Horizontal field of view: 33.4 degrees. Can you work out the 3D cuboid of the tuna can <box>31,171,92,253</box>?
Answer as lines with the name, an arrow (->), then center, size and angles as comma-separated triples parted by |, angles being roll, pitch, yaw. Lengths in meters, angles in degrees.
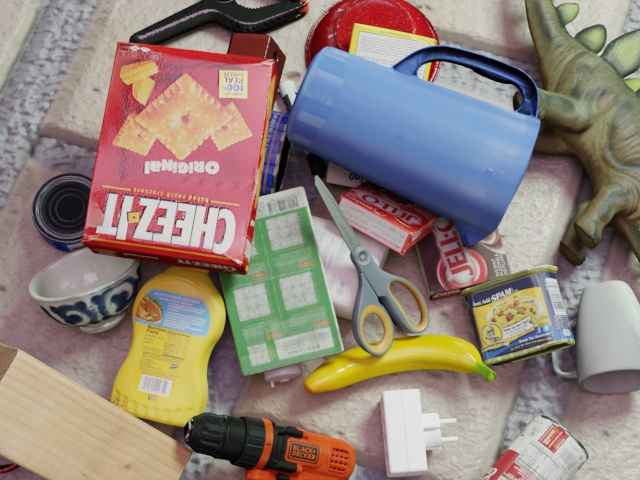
tuna can -> -0.274, -0.032, 1.180 | 0.086, 0.034, 0.086 | 0, 72, 0

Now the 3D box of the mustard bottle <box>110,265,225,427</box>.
mustard bottle -> -0.150, 0.091, 1.110 | 0.096, 0.058, 0.191 | 12, 84, 11

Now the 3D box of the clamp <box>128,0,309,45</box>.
clamp -> -0.120, -0.282, 1.260 | 0.210, 0.036, 0.164 | 13, 72, 3

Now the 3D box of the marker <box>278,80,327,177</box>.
marker -> -0.020, -0.127, 1.220 | 0.020, 0.020, 0.121 | -19, 73, -6

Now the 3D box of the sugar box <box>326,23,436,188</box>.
sugar box -> 0.066, -0.143, 1.178 | 0.093, 0.048, 0.176 | 11, 101, 3

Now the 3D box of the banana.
banana -> 0.081, 0.127, 1.118 | 0.198, 0.069, 0.037 | -6, 109, 4

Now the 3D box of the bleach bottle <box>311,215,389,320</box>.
bleach bottle -> -0.058, 0.001, 1.157 | 0.251, 0.068, 0.102 | 20, 76, 8

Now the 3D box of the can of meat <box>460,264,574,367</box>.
can of meat -> 0.208, 0.081, 1.119 | 0.102, 0.057, 0.084 | -21, 73, 29

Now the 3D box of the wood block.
wood block -> -0.240, 0.189, 1.025 | 0.205, 0.091, 0.090 | 37, 71, -27

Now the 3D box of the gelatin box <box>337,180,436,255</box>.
gelatin box -> 0.069, -0.026, 1.126 | 0.089, 0.073, 0.030 | 29, 118, 17

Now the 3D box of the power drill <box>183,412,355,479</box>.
power drill -> -0.060, 0.269, 1.044 | 0.184, 0.057, 0.187 | 16, 75, -22

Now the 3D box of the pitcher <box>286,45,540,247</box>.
pitcher -> 0.097, -0.116, 1.097 | 0.243, 0.145, 0.149 | 23, 50, 3

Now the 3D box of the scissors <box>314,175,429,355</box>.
scissors -> 0.034, 0.036, 1.087 | 0.201, 0.016, 0.096 | 45, 72, -20

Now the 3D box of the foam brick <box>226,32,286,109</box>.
foam brick -> -0.078, -0.189, 1.215 | 0.051, 0.053, 0.078 | 5, 72, 23

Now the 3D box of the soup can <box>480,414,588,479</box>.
soup can -> 0.214, 0.235, 1.079 | 0.068, 0.068, 0.102 | 42, 76, 12

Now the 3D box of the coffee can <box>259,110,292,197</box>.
coffee can -> -0.107, -0.103, 1.168 | 0.140, 0.103, 0.103 | 12, 72, 3

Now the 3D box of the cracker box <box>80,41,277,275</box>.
cracker box -> -0.139, -0.084, 1.076 | 0.164, 0.072, 0.213 | 8, 81, 3

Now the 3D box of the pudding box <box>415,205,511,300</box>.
pudding box -> 0.149, 0.001, 1.169 | 0.090, 0.039, 0.113 | -13, 72, -3

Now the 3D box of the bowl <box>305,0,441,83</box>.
bowl -> 0.062, -0.228, 1.235 | 0.162, 0.055, 0.162 | 0, 72, 0
